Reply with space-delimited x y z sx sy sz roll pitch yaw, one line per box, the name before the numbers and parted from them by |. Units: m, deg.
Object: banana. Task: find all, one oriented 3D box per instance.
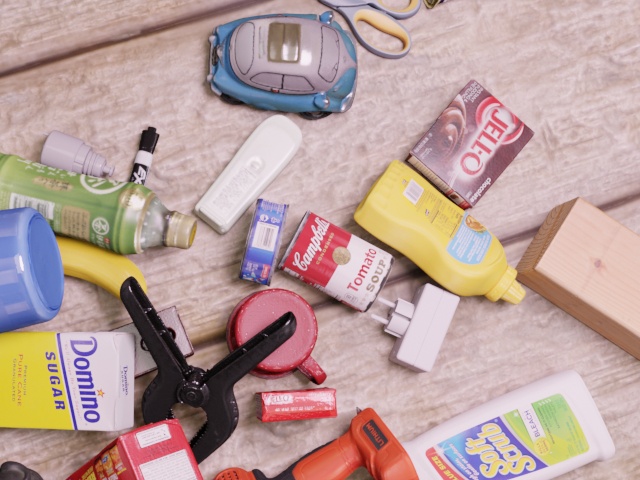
banana | -0.250 0.026 1.058 0.198 0.037 0.069 17 38 10

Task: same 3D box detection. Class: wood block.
wood block | 0.317 0.052 1.105 0.206 0.090 0.091 34 81 -1

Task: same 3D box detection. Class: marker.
marker | -0.189 -0.060 1.099 0.020 0.020 0.121 15 81 -4

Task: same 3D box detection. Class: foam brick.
foam brick | -0.171 0.104 1.061 0.078 0.051 0.053 -22 85 -9

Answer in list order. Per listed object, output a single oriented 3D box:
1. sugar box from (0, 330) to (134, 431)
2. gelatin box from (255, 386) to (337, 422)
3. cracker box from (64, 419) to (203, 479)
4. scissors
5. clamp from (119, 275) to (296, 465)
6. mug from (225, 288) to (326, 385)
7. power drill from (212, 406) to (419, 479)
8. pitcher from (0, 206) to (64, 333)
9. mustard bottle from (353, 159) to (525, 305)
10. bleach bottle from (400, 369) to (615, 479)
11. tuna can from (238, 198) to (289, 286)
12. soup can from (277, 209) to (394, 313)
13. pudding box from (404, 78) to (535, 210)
sugar box | -0.267 0.133 1.021 0.176 0.048 0.093 -1 87 15
gelatin box | -0.025 0.161 1.050 0.073 0.089 0.030 -2 82 -7
cracker box | -0.146 0.288 0.964 0.071 0.164 0.214 -14 72 -40
scissors | 0.024 -0.276 1.156 0.202 0.016 0.096 38 78 0
clamp | -0.128 0.131 1.014 0.164 0.036 0.210 19 117 -2
mug | -0.038 0.100 1.061 0.093 0.081 0.117 -42 88 -10
power drill | -0.004 0.243 0.998 0.187 0.185 0.057 -25 118 -9
pitcher | -0.368 0.049 0.977 0.243 0.145 0.149 -11 77 4
mustard bottle | 0.130 0.002 1.095 0.191 0.058 0.096 37 37 -1
bleach bottle | 0.162 0.223 1.077 0.250 0.068 0.102 -24 83 -7
tuna can | -0.057 0.001 1.071 0.033 0.086 0.086 14 81 -3
soup can | 0.016 0.022 1.086 0.102 0.068 0.068 28 80 -3
pudding box | 0.158 -0.101 1.134 0.090 0.039 0.113 41 80 0
